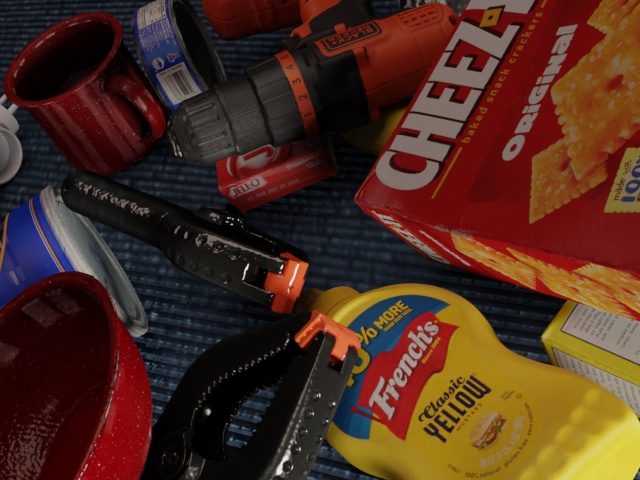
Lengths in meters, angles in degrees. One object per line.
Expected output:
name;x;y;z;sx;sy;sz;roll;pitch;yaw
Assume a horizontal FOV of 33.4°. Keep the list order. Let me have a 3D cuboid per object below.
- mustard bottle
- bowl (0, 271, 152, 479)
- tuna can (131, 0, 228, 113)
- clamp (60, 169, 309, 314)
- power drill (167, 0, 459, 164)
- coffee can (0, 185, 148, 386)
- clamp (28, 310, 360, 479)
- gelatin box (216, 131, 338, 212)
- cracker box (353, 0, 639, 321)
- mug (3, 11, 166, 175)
mustard bottle;0.050;0.073;0.506;0.096;0.058;0.192;-47;45;-8
bowl;-0.133;0.098;0.521;0.162;0.055;0.162;-28;45;32
tuna can;-0.097;-0.127;0.743;0.034;0.086;0.086;-22;44;11
clamp;-0.054;0.001;0.588;0.172;0.120;0.039;28;108;43
power drill;-0.021;-0.124;0.675;0.184;0.057;0.188;-20;38;-6
coffee can;-0.187;0.047;0.624;0.140;0.102;0.103;-33;44;-1
clamp;-0.067;0.108;0.520;0.210;0.036;0.165;-51;43;7
gelatin box;-0.032;-0.067;0.693;0.073;0.030;0.089;-21;44;11
cracker box;0.129;-0.056;0.483;0.214;0.072;0.164;19;76;57
mug;-0.153;-0.098;0.750;0.117;0.081;0.093;14;60;37
